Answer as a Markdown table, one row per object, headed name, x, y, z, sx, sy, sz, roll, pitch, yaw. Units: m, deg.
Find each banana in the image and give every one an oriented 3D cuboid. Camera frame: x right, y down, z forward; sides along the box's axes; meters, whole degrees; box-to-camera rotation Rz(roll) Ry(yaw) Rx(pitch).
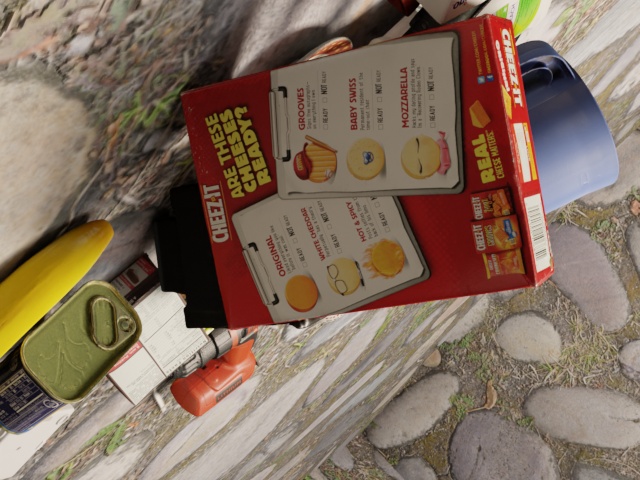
| name | x | y | z | sx | sy | sz | roll | pitch | yaw |
| --- | --- | --- | --- | --- | --- | --- | --- | --- | --- |
| banana | -0.220 | 0.057 | 0.724 | 0.198 | 0.037 | 0.069 | -44 | -172 | 6 |

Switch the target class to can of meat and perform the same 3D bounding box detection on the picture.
| name | x | y | z | sx | sy | sz | roll | pitch | yaw |
| --- | --- | --- | --- | --- | --- | --- | --- | --- | --- |
| can of meat | -0.191 | 0.086 | 0.775 | 0.084 | 0.057 | 0.102 | -34 | -169 | 41 |

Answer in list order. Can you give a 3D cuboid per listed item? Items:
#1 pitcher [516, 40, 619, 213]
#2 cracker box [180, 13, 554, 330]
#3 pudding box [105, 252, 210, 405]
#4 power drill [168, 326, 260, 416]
| name | x | y | z | sx | sy | sz | roll | pitch | yaw |
| --- | --- | --- | --- | --- | --- | --- | --- | --- | --- |
| pitcher | 0.119 | -0.061 | 0.915 | 0.243 | 0.149 | 0.145 | -28 | -172 | -3 |
| cracker box | 0.030 | -0.040 | 0.689 | 0.214 | 0.164 | 0.072 | -10 | -177 | 26 |
| pudding box | -0.152 | 0.077 | 0.896 | 0.090 | 0.039 | 0.113 | -42 | 147 | -14 |
| power drill | -0.114 | 0.122 | 1.171 | 0.184 | 0.057 | 0.188 | -36 | 164 | -33 |
